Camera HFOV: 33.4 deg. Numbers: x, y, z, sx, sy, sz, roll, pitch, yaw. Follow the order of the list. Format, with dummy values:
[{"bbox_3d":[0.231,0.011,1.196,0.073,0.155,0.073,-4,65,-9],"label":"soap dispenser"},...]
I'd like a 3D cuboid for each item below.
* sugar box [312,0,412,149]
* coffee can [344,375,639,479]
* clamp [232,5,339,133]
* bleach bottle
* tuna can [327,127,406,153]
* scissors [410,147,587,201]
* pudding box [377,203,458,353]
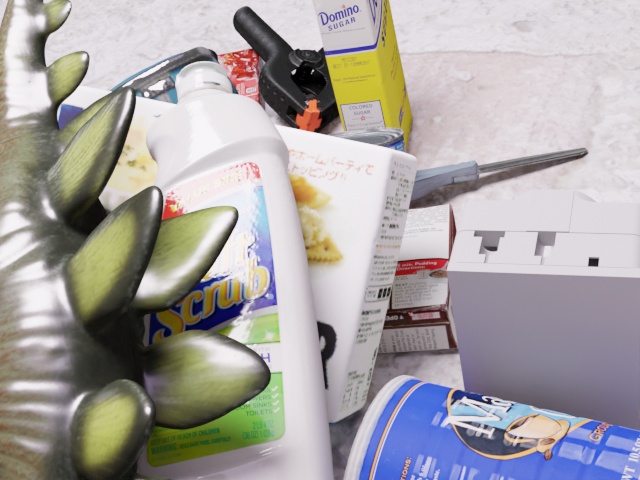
[{"bbox_3d":[0.033,-0.144,0.808,0.048,0.176,0.093,-3,39,12],"label":"sugar box"},{"bbox_3d":[0.093,0.129,0.507,0.140,0.103,0.102,10,43,27],"label":"coffee can"},{"bbox_3d":[-0.006,-0.150,0.934,0.120,0.039,0.171,-4,46,-14],"label":"clamp"},{"bbox_3d":[-0.057,0.020,0.545,0.102,0.068,0.251,-11,64,3],"label":"bleach bottle"},{"bbox_3d":[0.019,-0.054,0.750,0.086,0.034,0.086,-9,14,2],"label":"tuna can"},{"bbox_3d":[0.098,-0.045,0.773,0.202,0.016,0.096,-8,12,7],"label":"scissors"},{"bbox_3d":[0.045,0.025,0.706,0.090,0.039,0.113,-6,35,13],"label":"pudding box"}]
